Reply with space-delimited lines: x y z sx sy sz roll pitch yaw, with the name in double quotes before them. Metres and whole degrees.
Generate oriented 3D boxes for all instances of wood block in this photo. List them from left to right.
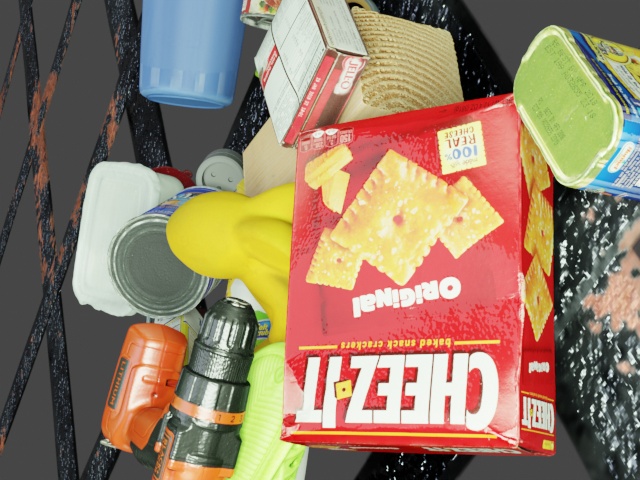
"wood block" 0.020 -0.080 0.854 0.206 0.090 0.091 -46 42 51

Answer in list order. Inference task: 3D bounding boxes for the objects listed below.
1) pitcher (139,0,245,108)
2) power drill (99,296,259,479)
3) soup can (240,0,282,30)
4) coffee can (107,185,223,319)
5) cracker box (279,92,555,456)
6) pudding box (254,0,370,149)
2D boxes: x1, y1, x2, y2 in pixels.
"pitcher" -0.139 -0.276 1.220 0.145 0.148 0.243 7 91 49
"power drill" -0.108 0.118 0.801 0.188 0.057 0.184 22 95 67
"soup can" -0.038 -0.263 1.057 0.069 0.068 0.102 9 89 64
"coffee can" -0.136 0.009 1.058 0.140 0.103 0.103 -47 -24 -71
"cracker box" 0.061 0.025 0.679 0.164 0.072 0.213 -5 74 31
"pudding box" -0.008 -0.132 0.782 0.090 0.039 0.113 -60 33 36
